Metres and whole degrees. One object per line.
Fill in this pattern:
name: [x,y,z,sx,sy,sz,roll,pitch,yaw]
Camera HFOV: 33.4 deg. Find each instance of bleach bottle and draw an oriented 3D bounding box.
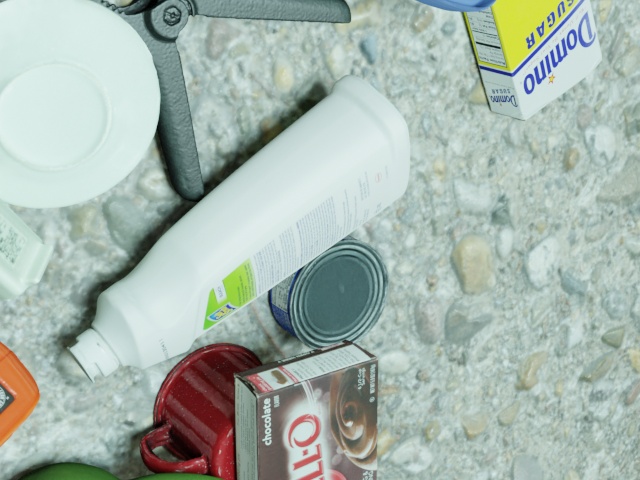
bleach bottle: [-0.055,0.001,0.691,0.250,0.068,0.102,-37,153,-17]

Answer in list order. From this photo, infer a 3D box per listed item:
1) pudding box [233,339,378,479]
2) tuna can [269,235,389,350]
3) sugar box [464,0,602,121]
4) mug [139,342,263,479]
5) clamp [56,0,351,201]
pudding box: [-0.009,0.129,0.690,0.089,0.039,0.113,-14,114,-30]
tuna can: [0.006,0.036,0.775,0.086,0.034,0.086,-12,113,-31]
sugar box: [0.149,-0.187,0.787,0.093,0.048,0.176,-37,123,-19]
mug: [-0.066,0.131,0.730,0.117,0.082,0.093,-15,114,-30]
clamp: [-0.096,-0.128,0.644,0.209,0.036,0.164,31,94,-34]
